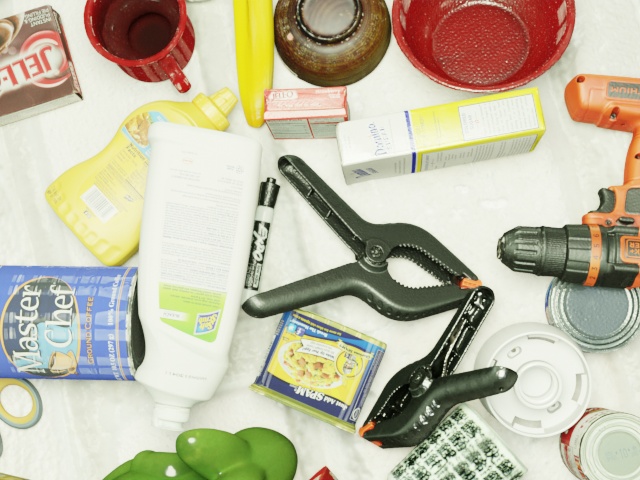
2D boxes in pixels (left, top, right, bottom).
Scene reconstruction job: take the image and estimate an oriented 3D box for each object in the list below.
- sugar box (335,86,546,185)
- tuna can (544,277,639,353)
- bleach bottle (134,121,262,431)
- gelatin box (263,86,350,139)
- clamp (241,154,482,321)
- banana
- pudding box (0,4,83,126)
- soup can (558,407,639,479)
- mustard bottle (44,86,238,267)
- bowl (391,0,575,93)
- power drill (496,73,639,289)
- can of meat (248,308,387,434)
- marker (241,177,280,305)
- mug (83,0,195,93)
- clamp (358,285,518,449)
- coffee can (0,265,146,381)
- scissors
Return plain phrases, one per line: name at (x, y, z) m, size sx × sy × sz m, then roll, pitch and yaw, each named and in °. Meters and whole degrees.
sugar box at (0.103, -0.091, 0.943) m, size 0.176 × 0.093 × 0.048 m, roll -7°, pitch 82°, yaw 3°
tuna can at (0.243, 0.057, 0.944) m, size 0.086 × 0.034 × 0.086 m, roll -1°, pitch 83°, yaw 4°
bleach bottle at (-0.116, 0.033, 0.902) m, size 0.102 × 0.068 × 0.251 m, roll 10°, pitch 85°, yaw -5°
gelatin box at (-0.011, -0.114, 0.955) m, size 0.073 × 0.089 × 0.030 m, roll -1°, pitch 83°, yaw 4°
clamp at (0.040, 0.009, 0.947) m, size 0.209 × 0.036 × 0.164 m, roll 10°, pitch 61°, yaw -11°
banana at (-0.061, -0.206, 0.981) m, size 0.037 × 0.069 × 0.198 m, roll -3°, pitch 82°, yaw 0°
pudding box at (-0.290, -0.161, 1.006) m, size 0.113 × 0.039 × 0.090 m, roll -18°, pitch 83°, yaw 2°
soup can at (0.242, 0.176, 0.895) m, size 0.068 × 0.102 × 0.068 m, roll -1°, pitch 83°, yaw 4°
mustard bottle at (-0.151, -0.071, 0.976) m, size 0.191 × 0.058 × 0.096 m, roll -43°, pitch 83°, yaw -2°
bowl at (0.145, -0.192, 0.961) m, size 0.162 × 0.055 × 0.162 m, roll -2°, pitch 68°, yaw 6°
power drill at (0.248, -0.049, 0.926) m, size 0.184 × 0.057 × 0.187 m, roll 6°, pitch 72°, yaw 1°
can of meat at (-0.001, 0.112, 0.944) m, size 0.102 × 0.057 × 0.084 m, roll 22°, pitch 83°, yaw 7°
marker at (-0.056, 0.001, 0.980) m, size 0.020 × 0.020 × 0.121 m, roll 10°, pitch 84°, yaw 5°
mug at (-0.154, -0.184, 0.978) m, size 0.093 × 0.081 × 0.117 m, roll -37°, pitch 82°, yaw -1°
clamp at (0.100, 0.127, 0.904) m, size 0.039 × 0.120 × 0.172 m, roll 33°, pitch 109°, yaw -17°
coffee can at (-0.224, 0.072, 0.941) m, size 0.140 × 0.103 × 0.103 m, roll 1°, pitch 83°, yaw 4°
scissors at (-0.323, 0.107, 0.988) m, size 0.096 × 0.016 × 0.202 m, roll -20°, pitch 82°, yaw 0°
